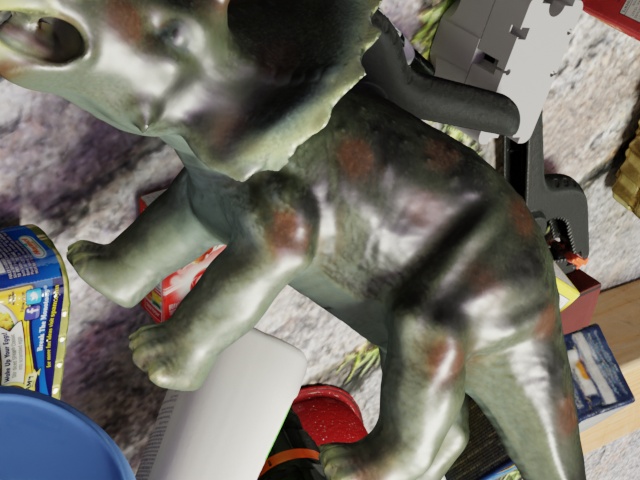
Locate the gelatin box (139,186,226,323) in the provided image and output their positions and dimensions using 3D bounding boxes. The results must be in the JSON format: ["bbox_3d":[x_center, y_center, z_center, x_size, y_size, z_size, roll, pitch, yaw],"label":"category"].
[{"bbox_3d":[-0.054,0.001,0.582,0.089,0.030,0.073,-20,133,-32],"label":"gelatin box"}]

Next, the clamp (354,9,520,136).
[{"bbox_3d":[0.029,-0.079,0.561,0.120,0.039,0.171,-33,134,8],"label":"clamp"}]

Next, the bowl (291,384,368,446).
[{"bbox_3d":[-0.010,0.184,0.738,0.161,0.055,0.162,-25,129,-36],"label":"bowl"}]

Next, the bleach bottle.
[{"bbox_3d":[-0.084,0.167,0.556,0.103,0.068,0.250,131,-18,-70],"label":"bleach bottle"}]

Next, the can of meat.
[{"bbox_3d":[-0.165,0.046,0.488,0.083,0.058,0.102,-13,128,-40],"label":"can of meat"}]
